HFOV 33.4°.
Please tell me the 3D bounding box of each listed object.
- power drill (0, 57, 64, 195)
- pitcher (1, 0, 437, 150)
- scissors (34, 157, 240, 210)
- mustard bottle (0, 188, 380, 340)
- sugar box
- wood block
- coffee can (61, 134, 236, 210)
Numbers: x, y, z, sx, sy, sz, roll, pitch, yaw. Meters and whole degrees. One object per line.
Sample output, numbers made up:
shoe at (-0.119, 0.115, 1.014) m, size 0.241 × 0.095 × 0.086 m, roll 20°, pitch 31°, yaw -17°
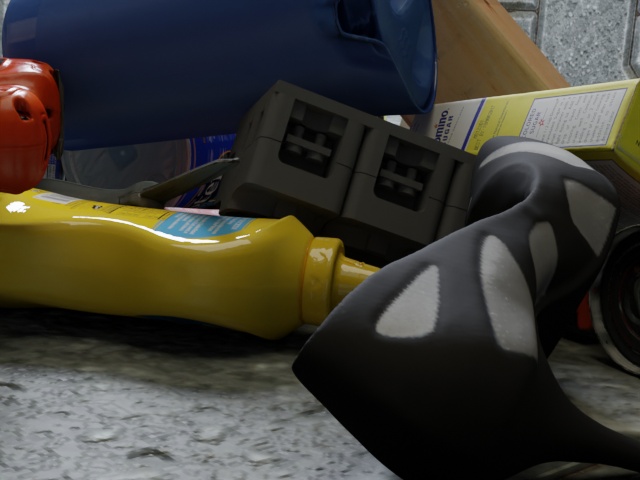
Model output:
power drill at (-0.209, -0.056, 0.513) m, size 0.184 × 0.057 × 0.187 m, roll 3°, pitch 13°, yaw -2°
pitcher at (-0.055, -0.125, 0.638) m, size 0.243 × 0.145 × 0.149 m, roll -7°, pitch -28°, yaw 19°
scissors at (-0.110, -0.025, 0.554) m, size 0.096 × 0.016 × 0.202 m, roll 17°, pitch -18°, yaw -14°
mustard bottle at (-0.066, 0.012, 0.501) m, size 0.192 × 0.058 × 0.096 m, roll 6°, pitch 4°, yaw 10°
sugar box at (0.130, -0.043, 0.583) m, size 0.093 × 0.048 × 0.176 m, roll 30°, pitch -10°, yaw -29°
wood block at (0.116, -0.095, 0.737) m, size 0.206 × 0.090 × 0.090 m, roll 52°, pitch 23°, yaw 7°
coffee can at (-0.110, -0.070, 0.793) m, size 0.103 × 0.103 × 0.140 m, roll 8°, pitch 11°, yaw 21°
